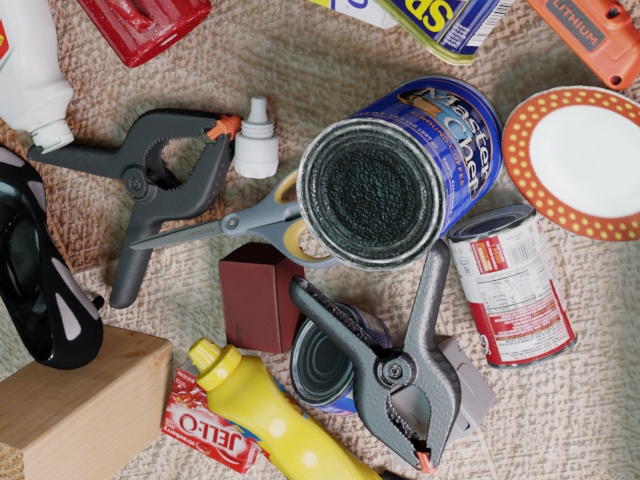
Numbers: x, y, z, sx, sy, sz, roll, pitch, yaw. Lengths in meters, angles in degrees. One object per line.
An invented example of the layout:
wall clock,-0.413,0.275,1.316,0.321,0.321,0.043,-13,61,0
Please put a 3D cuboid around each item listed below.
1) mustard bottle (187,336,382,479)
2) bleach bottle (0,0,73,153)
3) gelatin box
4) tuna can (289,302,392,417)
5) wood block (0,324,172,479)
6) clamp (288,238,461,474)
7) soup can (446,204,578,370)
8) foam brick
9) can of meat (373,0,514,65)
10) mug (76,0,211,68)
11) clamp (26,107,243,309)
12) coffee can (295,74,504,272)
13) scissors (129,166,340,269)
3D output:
mustard bottle,-0.034,0.149,0.860,0.058,0.096,0.191,-45,100,-7
bleach bottle,-0.262,-0.194,0.870,0.103,0.068,0.251,-20,97,33
gelatin box,-0.092,0.155,0.944,0.089,0.030,0.073,25,118,16
tuna can,0.015,0.093,0.838,0.086,0.033,0.086,-27,53,40
wood block,-0.218,0.156,0.903,0.090,0.205,0.091,11,113,22
clamp,0.045,0.086,0.774,0.120,0.039,0.171,-7,96,20
soup can,0.137,0.033,0.764,0.069,0.068,0.102,-14,102,29
foam brick,-0.046,0.046,0.869,0.053,0.051,0.078,6,111,25
can of meat,0.078,-0.174,0.668,0.102,0.057,0.084,46,118,17
mug,-0.137,-0.183,0.794,0.093,0.117,0.081,-35,97,9
clamp,-0.152,-0.056,0.892,0.210,0.036,0.164,-37,87,32
coffee can,0.059,-0.050,0.729,0.103,0.140,0.103,9,112,23
scissors,-0.055,0.001,0.832,0.202,0.016,0.096,-26,62,14
